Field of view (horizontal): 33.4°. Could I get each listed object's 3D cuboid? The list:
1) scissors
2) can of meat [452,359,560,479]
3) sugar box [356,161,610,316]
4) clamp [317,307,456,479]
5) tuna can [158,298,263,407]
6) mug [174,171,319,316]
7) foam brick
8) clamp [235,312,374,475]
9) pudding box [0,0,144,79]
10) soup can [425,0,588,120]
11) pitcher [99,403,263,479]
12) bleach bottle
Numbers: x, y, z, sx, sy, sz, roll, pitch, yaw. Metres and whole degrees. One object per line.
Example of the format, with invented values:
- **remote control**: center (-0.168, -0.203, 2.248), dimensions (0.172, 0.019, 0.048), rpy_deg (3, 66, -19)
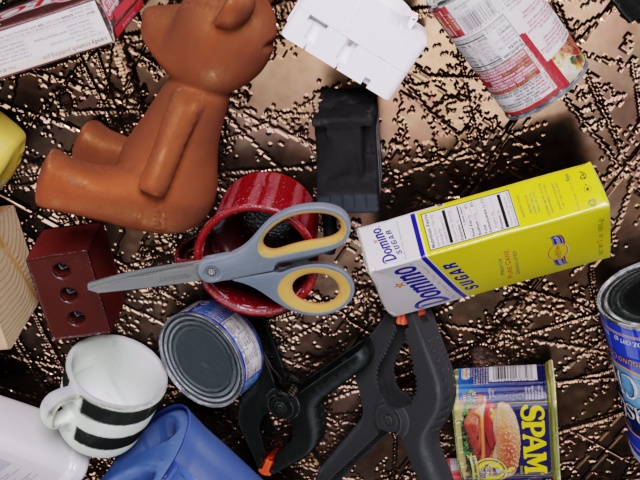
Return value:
- **scissors**: center (-0.063, 0.034, 0.780), dimensions (0.202, 0.016, 0.096), rpy_deg (-23, 112, 16)
- **can of meat**: center (0.155, 0.152, 0.890), dimensions (0.084, 0.057, 0.102), rpy_deg (-4, 116, 11)
- **sugar box**: center (0.123, 0.003, 0.792), dimensions (0.176, 0.048, 0.093), rpy_deg (-19, 151, 7)
- **clamp**: center (0.059, 0.147, 0.887), dimensions (0.165, 0.036, 0.210), rpy_deg (9, 107, 41)
- **tuna can**: center (-0.089, 0.092, 0.877), dimensions (0.086, 0.033, 0.086), rpy_deg (15, 119, 28)
- **mug**: center (-0.055, 0.001, 0.820), dimensions (0.117, 0.081, 0.093), rpy_deg (-15, 114, 12)
- **foam brick**: center (-0.197, 0.032, 0.866), dimensions (0.053, 0.051, 0.078), rpy_deg (-8, 115, 9)
- **clamp**: center (-0.018, 0.130, 0.900), dimensions (0.120, 0.039, 0.171), rpy_deg (16, 122, 21)
- **pudding box**: center (-0.188, -0.153, 0.751), dimensions (0.113, 0.090, 0.039), rpy_deg (-17, 114, 14)
- **soup can**: center (0.128, -0.143, 0.737), dimensions (0.069, 0.068, 0.102), rpy_deg (-34, 108, 20)
- **pitcher**: center (-0.074, 0.265, 0.924), dimensions (0.145, 0.149, 0.242), rpy_deg (-39, 110, 22)
- **bleach bottle**: center (-0.315, 0.149, 0.873), dimensions (0.103, 0.068, 0.250), rpy_deg (-32, 135, 24)
